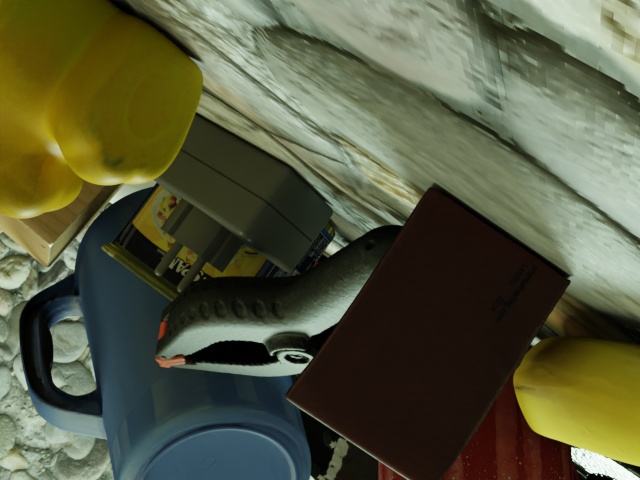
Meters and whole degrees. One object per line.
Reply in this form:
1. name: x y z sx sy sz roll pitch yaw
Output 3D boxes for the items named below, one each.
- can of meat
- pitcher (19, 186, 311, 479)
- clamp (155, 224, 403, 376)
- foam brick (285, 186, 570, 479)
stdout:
1. can of meat: -0.054 0.001 0.585 0.102 0.084 0.057 33 175 22
2. pitcher: -0.093 0.078 0.673 0.144 0.149 0.243 32 -163 -28
3. clamp: -0.008 0.032 0.479 0.172 0.039 0.120 -7 145 21
4. foam brick: 0.033 0.032 0.336 0.053 0.078 0.051 35 174 5
